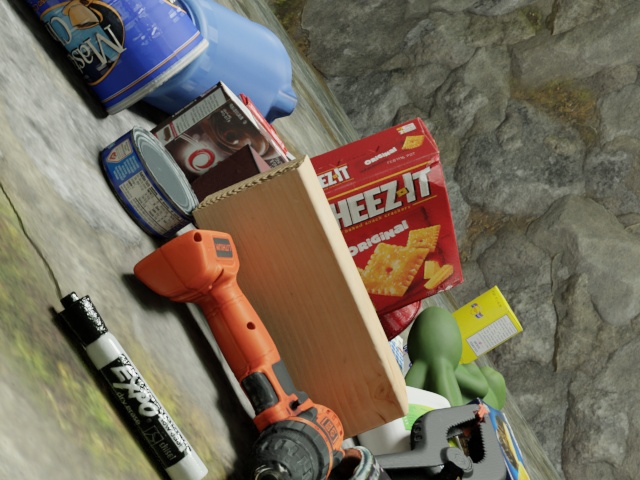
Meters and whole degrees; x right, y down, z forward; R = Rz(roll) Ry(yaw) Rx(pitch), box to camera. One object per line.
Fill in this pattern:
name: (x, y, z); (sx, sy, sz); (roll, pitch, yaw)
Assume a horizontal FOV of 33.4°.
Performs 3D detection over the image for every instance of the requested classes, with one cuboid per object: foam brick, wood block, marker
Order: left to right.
marker: (-0.101, 0.079, 0.569); (0.121, 0.020, 0.020); (56, 8, -3)
foam brick: (-0.076, -0.037, 0.959); (0.053, 0.078, 0.051); (46, 14, -43)
wood block: (-0.012, 0.047, 0.837); (0.090, 0.091, 0.206); (-76, 142, -79)

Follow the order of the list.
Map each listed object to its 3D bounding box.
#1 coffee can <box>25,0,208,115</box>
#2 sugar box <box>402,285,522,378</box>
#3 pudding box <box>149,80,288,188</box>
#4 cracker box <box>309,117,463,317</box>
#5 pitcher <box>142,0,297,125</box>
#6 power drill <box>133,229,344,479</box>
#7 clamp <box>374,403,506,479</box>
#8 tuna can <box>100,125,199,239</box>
coffee can: (-0.173, -0.189, 0.872); (0.140, 0.103, 0.103); (54, 9, -16)
sugar box: (0.181, 0.137, 1.450); (0.048, 0.176, 0.093); (57, 8, -15)
pudding box: (-0.092, -0.080, 0.981); (0.113, 0.090, 0.039); (48, 10, -43)
cracker box: (0.062, -0.010, 1.176); (0.213, 0.164, 0.072); (72, -5, -45)
pitcher: (-0.132, -0.183, 1.069); (0.242, 0.149, 0.145); (7, 66, -75)
power drill: (-0.052, 0.085, 0.713); (0.188, 0.057, 0.184); (61, 5, 5)
clamp: (0.117, 0.207, 0.914); (0.164, 0.036, 0.209); (40, 30, 12)
tuna can: (-0.130, -0.043, 0.816); (0.086, 0.034, 0.086); (55, 9, -13)
